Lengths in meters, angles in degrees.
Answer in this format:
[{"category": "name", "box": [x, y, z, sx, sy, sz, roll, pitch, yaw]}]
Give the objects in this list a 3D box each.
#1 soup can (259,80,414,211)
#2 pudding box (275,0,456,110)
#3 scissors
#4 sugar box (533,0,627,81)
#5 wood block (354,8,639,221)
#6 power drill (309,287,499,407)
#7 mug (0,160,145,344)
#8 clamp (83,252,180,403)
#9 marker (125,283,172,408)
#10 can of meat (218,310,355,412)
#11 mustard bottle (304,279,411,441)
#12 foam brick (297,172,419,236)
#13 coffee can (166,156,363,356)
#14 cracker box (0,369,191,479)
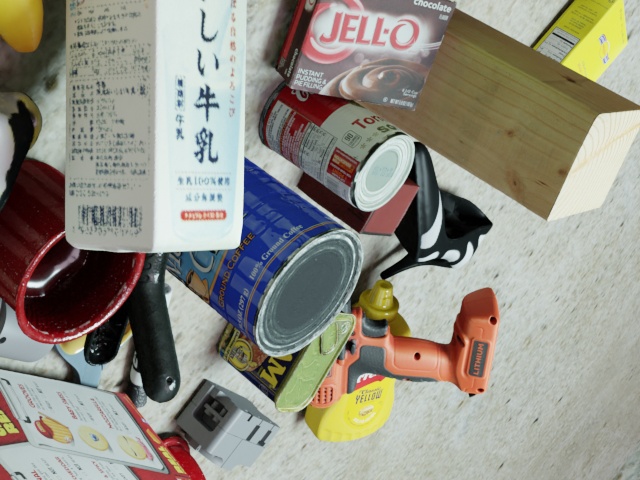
[{"category": "soup can", "box": [0.012, -0.075, 0.811, 0.068, 0.102, 0.068, -35, 145, -29]}, {"category": "pudding box", "box": [0.033, -0.151, 0.788, 0.113, 0.039, 0.090, 5, 120, -30]}, {"category": "scissors", "box": [-0.189, 0.106, 0.801, 0.096, 0.016, 0.202, 9, 113, -56]}, {"category": "sugar box", "box": [0.245, -0.171, 1.101, 0.176, 0.048, 0.093, -52, 151, -6]}, {"category": "wood block", "box": [0.135, -0.110, 0.845, 0.090, 0.206, 0.090, -12, 130, -49]}, {"category": "power drill", "box": [0.070, 0.081, 1.005, 0.057, 0.187, 0.184, -89, -179, -54]}, {"category": "mug", "box": [-0.168, 0.010, 0.664, 0.093, 0.082, 0.117, -41, 148, -22]}, {"category": "clamp", "box": [-0.120, 0.021, 0.706, 0.039, 0.120, 0.171, -6, 109, -39]}, {"category": "marker", "box": [-0.138, 0.086, 0.849, 0.020, 0.020, 0.121, -18, 135, -46]}, {"category": "can of meat", "box": [-0.032, 0.084, 0.933, 0.057, 0.084, 0.102, 12, 111, -58]}, {"category": "mustard bottle", "box": [0.045, 0.120, 1.105, 0.096, 0.058, 0.192, -9, 129, -29]}, {"category": "foam brick", "box": [0.031, -0.045, 0.896, 0.051, 0.078, 0.053, 2, 121, -56]}, {"category": "coffee can", "box": [-0.055, 0.001, 0.755, 0.102, 0.140, 0.103, -35, 145, -29]}, {"category": "cracker box", "box": [-0.177, 0.165, 0.713, 0.072, 0.164, 0.213, -52, 147, 9]}]
